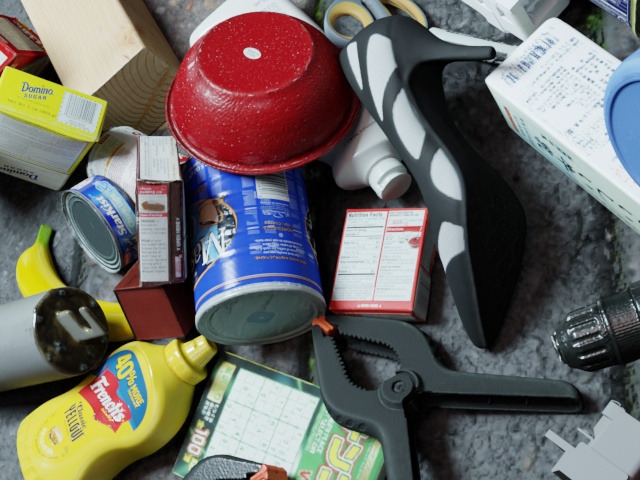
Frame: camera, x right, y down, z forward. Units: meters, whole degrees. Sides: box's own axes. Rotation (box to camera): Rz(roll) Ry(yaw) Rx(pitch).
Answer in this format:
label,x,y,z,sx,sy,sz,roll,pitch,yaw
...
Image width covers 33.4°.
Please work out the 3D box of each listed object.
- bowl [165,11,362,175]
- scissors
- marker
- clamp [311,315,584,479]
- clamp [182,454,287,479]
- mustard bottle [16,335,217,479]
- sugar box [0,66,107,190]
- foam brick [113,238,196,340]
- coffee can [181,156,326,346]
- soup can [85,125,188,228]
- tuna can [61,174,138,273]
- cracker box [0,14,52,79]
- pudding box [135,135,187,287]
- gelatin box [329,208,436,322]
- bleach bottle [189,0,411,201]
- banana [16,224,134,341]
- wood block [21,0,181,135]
label,x,y,z,sx,sy,sz,roll,pitch,yaw
bowl,-0.048,-0.131,0.846,0.162,0.055,0.162,-3,55,4
scissors,0.017,-0.226,0.949,0.096,0.016,0.202,-24,52,-23
marker,0.140,-0.154,0.868,0.121,0.020,0.020,21,80,35
clamp,0.058,0.123,0.769,0.210,0.036,0.164,29,67,38
clamp,-0.096,0.227,0.820,0.172,0.039,0.120,-28,69,28
mustard bottle,-0.164,0.140,0.891,0.192,0.058,0.096,-37,48,11
sugar box,-0.262,-0.099,0.979,0.176,0.093,0.048,-21,53,65
foam brick,-0.127,0.040,0.897,0.053,0.051,0.078,-7,28,27
coffee can,-0.056,0.001,0.862,0.103,0.102,0.140,-21,60,21
soup can,-0.157,-0.057,0.968,0.102,0.068,0.068,29,85,36
tuna can,-0.194,-0.015,0.959,0.033,0.086,0.086,-36,48,-29
cracker box,-0.352,-0.144,1.040,0.164,0.072,0.214,-46,10,4
pudding box,-0.130,-0.026,0.856,0.039,0.090,0.113,-3,23,-11
gelatin box,0.051,0.019,0.837,0.073,0.030,0.089,-1,66,30
bleach bottle,-0.011,-0.119,0.915,0.102,0.068,0.251,-41,57,4
banana,-0.227,0.051,0.980,0.198,0.037,0.069,33,89,36
wood block,-0.215,-0.203,1.052,0.091,0.090,0.206,-39,56,10
